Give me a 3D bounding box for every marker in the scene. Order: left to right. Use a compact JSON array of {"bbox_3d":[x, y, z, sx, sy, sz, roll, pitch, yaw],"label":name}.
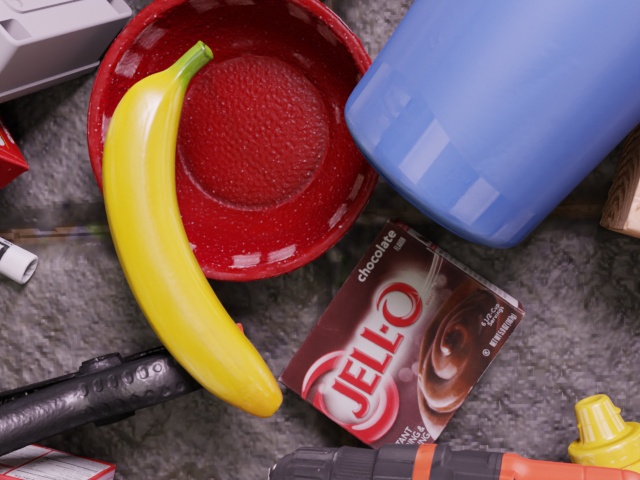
[{"bbox_3d":[-0.224,-0.010,0.633,0.121,0.020,0.020,27,97,5],"label":"marker"}]

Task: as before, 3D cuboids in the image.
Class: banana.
[{"bbox_3d":[-0.072,0.000,0.548,0.070,0.037,0.198,-11,93,11],"label":"banana"}]

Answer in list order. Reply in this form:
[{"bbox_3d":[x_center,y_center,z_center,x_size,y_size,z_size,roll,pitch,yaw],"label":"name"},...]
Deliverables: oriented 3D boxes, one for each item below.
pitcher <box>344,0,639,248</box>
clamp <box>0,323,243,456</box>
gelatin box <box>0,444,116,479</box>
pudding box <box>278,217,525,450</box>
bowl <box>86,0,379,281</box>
[{"bbox_3d":[0.116,-0.123,0.481,0.145,0.149,0.243,37,109,-7],"label":"pitcher"},{"bbox_3d":[-0.124,0.084,0.580,0.171,0.120,0.039,-19,98,4],"label":"clamp"},{"bbox_3d":[-0.164,0.139,0.599,0.073,0.089,0.030,12,90,6],"label":"gelatin box"},{"bbox_3d":[0.045,0.057,0.592,0.090,0.039,0.113,35,97,4],"label":"pudding box"},{"bbox_3d":[-0.043,-0.060,0.587,0.162,0.055,0.162,1,94,7],"label":"bowl"}]
